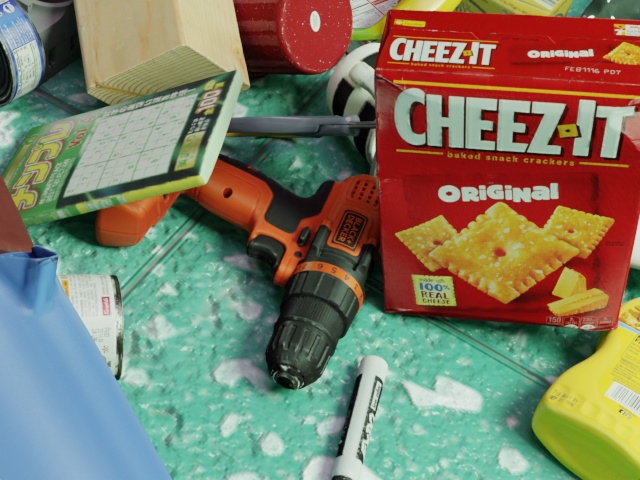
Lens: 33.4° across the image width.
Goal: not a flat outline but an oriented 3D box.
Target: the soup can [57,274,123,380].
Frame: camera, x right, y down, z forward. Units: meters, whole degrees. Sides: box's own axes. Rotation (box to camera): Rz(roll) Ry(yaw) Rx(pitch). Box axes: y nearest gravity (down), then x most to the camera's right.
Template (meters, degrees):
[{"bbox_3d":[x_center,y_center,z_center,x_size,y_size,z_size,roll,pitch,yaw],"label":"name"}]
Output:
[{"bbox_3d":[-0.174,0.055,0.644,0.102,0.069,0.068,-1,50,-17],"label":"soup can"}]

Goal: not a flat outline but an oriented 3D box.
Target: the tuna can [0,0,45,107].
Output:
[{"bbox_3d":[-0.243,-0.143,0.785,0.086,0.086,0.033,36,49,16],"label":"tuna can"}]

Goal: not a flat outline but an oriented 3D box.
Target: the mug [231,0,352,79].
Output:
[{"bbox_3d":[-0.022,-0.181,0.850,0.082,0.093,0.117,12,52,45],"label":"mug"}]

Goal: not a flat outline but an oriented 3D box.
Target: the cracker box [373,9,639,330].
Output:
[{"bbox_3d":[0.121,-0.037,0.682,0.164,0.214,0.072,5,47,11],"label":"cracker box"}]

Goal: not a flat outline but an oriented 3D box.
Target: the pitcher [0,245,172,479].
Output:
[{"bbox_3d":[-0.141,0.137,0.523,0.144,0.149,0.243,-31,81,-22],"label":"pitcher"}]

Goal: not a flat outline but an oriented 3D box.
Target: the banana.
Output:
[{"bbox_3d":[0.101,-0.238,0.910,0.070,0.037,0.197,30,72,10],"label":"banana"}]

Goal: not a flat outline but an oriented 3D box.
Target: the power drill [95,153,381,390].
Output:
[{"bbox_3d":[-0.055,0.001,0.733,0.187,0.057,0.184,23,48,3],"label":"power drill"}]

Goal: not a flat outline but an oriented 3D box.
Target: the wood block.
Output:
[{"bbox_3d":[-0.130,-0.204,0.807,0.090,0.090,0.206,-20,70,21],"label":"wood block"}]

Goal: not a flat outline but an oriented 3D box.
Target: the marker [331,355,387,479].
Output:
[{"bbox_3d":[0.022,0.124,0.670,0.020,0.020,0.121,18,48,1],"label":"marker"}]

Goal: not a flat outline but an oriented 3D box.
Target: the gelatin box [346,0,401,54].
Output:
[{"bbox_3d":[0.056,-0.182,0.939,0.073,0.030,0.089,-28,62,-32],"label":"gelatin box"}]

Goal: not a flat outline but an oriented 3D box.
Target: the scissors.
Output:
[{"bbox_3d":[0.017,-0.083,0.781,0.202,0.016,0.096,2,4,19],"label":"scissors"}]
